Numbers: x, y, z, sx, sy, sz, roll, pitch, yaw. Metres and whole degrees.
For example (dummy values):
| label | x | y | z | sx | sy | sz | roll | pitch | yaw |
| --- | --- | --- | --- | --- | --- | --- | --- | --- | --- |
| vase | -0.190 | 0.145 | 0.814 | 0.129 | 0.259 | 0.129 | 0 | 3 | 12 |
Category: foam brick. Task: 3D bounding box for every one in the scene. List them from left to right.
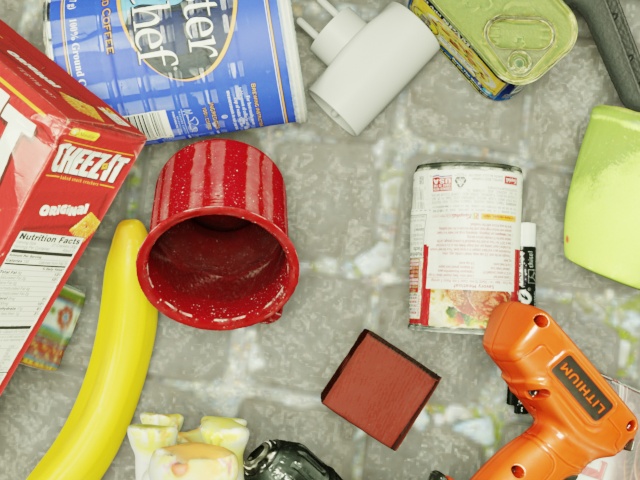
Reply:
| label | x | y | z | sx | sy | sz | roll | pitch | yaw |
| --- | --- | --- | --- | --- | --- | --- | --- | --- | --- |
| foam brick | 0.035 | 0.088 | 0.648 | 0.051 | 0.078 | 0.053 | 33 | 86 | 2 |

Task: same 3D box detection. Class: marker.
| label | x | y | z | sx | sy | sz | roll | pitch | yaw |
| --- | --- | --- | --- | --- | --- | --- | --- | --- | --- |
| marker | 0.127 | 0.049 | 0.678 | 0.020 | 0.020 | 0.121 | 0 | 88 | 0 |

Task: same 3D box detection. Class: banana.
| label | x | y | z | sx | sy | sz | roll | pitch | yaw |
| --- | --- | --- | --- | --- | --- | --- | --- | --- | --- |
| banana | -0.136 | 0.087 | 0.656 | 0.037 | 0.069 | 0.198 | 17 | 79 | 23 |

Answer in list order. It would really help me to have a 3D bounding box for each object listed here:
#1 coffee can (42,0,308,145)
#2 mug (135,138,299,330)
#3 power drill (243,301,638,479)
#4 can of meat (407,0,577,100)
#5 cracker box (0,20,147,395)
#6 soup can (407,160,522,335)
| label | x | y | z | sx | sy | sz | roll | pitch | yaw |
| --- | --- | --- | --- | --- | --- | --- | --- | --- | --- |
| coffee can | -0.084 | -0.112 | 0.645 | 0.140 | 0.103 | 0.103 | -9 | 88 | 0 |
| mug | -0.054 | 0.001 | 0.643 | 0.093 | 0.081 | 0.117 | -25 | 126 | 16 |
| power drill | 0.072 | 0.124 | 0.583 | 0.187 | 0.057 | 0.184 | -47 | 108 | -13 |
| can of meat | 0.100 | -0.136 | 0.653 | 0.057 | 0.084 | 0.102 | -42 | 88 | -2 |
| cracker box | -0.217 | -0.013 | 0.583 | 0.164 | 0.072 | 0.214 | 38 | 104 | 23 |
| soup can | 0.089 | 0.006 | 0.656 | 0.068 | 0.068 | 0.102 | 2 | 87 | 0 |
